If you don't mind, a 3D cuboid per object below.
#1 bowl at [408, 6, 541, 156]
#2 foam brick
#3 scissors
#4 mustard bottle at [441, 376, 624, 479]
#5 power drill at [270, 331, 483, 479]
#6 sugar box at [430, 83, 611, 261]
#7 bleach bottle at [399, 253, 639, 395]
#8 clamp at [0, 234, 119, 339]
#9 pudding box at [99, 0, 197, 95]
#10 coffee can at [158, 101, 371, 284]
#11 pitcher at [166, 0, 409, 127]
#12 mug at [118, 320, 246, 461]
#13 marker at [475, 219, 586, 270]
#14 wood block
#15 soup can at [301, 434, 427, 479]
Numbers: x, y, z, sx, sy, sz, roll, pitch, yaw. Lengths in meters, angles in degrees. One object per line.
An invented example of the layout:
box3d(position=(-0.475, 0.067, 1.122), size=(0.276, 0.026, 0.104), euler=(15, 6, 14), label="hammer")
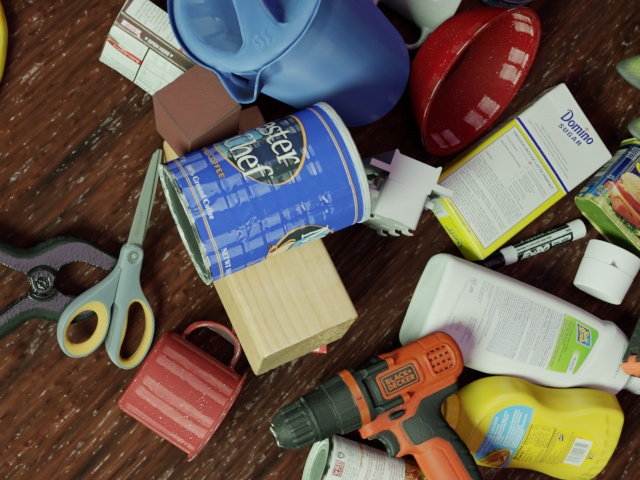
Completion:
box3d(position=(0.134, -0.160, 1.003), size=(0.162, 0.162, 0.055), euler=(-42, 63, -12), label="bowl")
box3d(position=(-0.101, -0.100, 0.871), size=(0.053, 0.078, 0.051), euler=(-37, 82, -15), label="foam brick")
box3d(position=(-0.182, 0.021, 0.926), size=(0.096, 0.016, 0.202), euler=(-8, 113, -29), label="scissors")
box3d(position=(0.184, 0.176, 1.019), size=(0.191, 0.058, 0.096), euler=(10, 124, -12), label="mustard bottle")
box3d(position=(0.069, 0.194, 0.933), size=(0.184, 0.057, 0.187), euler=(-24, 88, -12), label="power drill")
box3d(position=(0.191, -0.067, 1.049), size=(0.176, 0.048, 0.093), euler=(-36, 96, -16), label="sugar box")
box3d(position=(0.209, 0.101, 1.037), size=(0.250, 0.068, 0.102), euler=(23, 86, -14), label="bleach bottle")
box3d(position=(-0.251, 0.047, 0.939), size=(0.171, 0.039, 0.120), euler=(3, 98, -16), label="clamp")
box3d(position=(-0.143, -0.163, 0.937), size=(0.090, 0.114, 0.039), euler=(33, 75, -11), label="pudding box")
box3d(position=(-0.044, -0.038, 0.846), size=(0.140, 0.103, 0.103), euler=(-22, 93, -12), label="coffee can")
box3d(position=(-0.011, -0.184, 0.901), size=(0.149, 0.242, 0.145), euler=(-45, 68, 12), label="pitcher")
box3d(position=(-0.117, 0.124, 0.943), size=(0.081, 0.093, 0.117), euler=(34, 78, -5), label="mug")
box3d(position=(0.208, 0.007, 1.062), size=(0.121, 0.020, 0.020), euler=(-20, 92, -14), label="marker")
box3d(position=(-0.057, 0.001, 0.935), size=(0.090, 0.091, 0.206), euler=(-23, 78, -14), label="wood block")
box3d(position=(0.041, 0.224, 0.986), size=(0.102, 0.069, 0.068), euler=(20, 83, -12), label="soup can")
